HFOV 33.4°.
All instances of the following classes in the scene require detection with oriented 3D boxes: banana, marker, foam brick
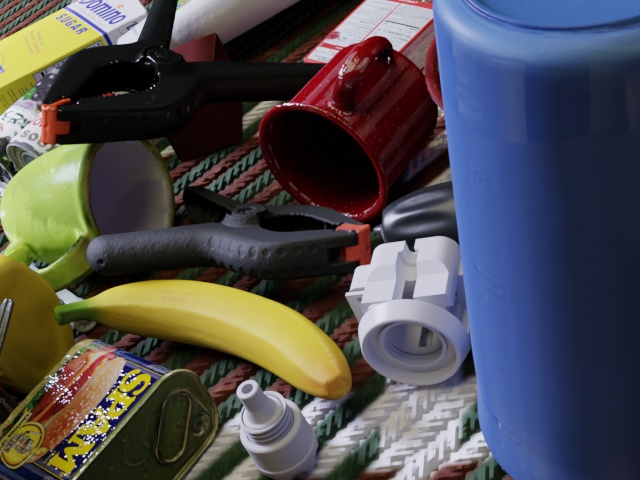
[{"bbox_3d":[-0.057,0.054,0.611,0.198,0.037,0.069,9,31,30],"label":"banana"},{"bbox_3d":[-0.189,0.031,0.729,0.020,0.020,0.121,-43,42,-19],"label":"marker"},{"bbox_3d":[-0.092,-0.108,0.803,0.053,0.051,0.078,-17,40,12],"label":"foam brick"}]

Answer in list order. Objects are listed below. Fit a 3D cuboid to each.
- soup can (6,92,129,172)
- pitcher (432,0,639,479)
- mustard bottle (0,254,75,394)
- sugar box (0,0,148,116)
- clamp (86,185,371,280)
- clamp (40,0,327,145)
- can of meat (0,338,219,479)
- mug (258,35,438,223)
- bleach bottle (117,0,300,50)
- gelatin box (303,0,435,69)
[{"bbox_3d":[-0.178,-0.082,0.809,0.069,0.068,0.102,17,56,40],"label":"soup can"},{"bbox_3d":[0.121,-0.003,0.423,0.149,0.243,0.145,1,45,20],"label":"pitcher"},{"bbox_3d":[-0.247,0.041,0.690,0.192,0.096,0.058,9,48,36],"label":"mustard bottle"},{"bbox_3d":[-0.233,-0.164,0.944,0.176,0.048,0.093,-31,40,-4],"label":"sugar box"},{"bbox_3d":[-0.054,0.001,0.652,0.172,0.039,0.120,7,30,36],"label":"clamp"},{"bbox_3d":[-0.112,-0.116,0.725,0.165,0.036,0.209,35,42,29],"label":"clamp"},{"bbox_3d":[-0.120,0.107,0.581,0.084,0.057,0.102,14,54,42],"label":"can of meat"},{"bbox_3d":[0.022,-0.078,0.663,0.093,0.117,0.081,28,55,17],"label":"mug"},{"bbox_3d":[-0.074,-0.197,0.879,0.251,0.068,0.102,-33,19,0],"label":"bleach bottle"},{"bbox_3d":[0.043,-0.140,0.782,0.073,0.030,0.089,22,59,41],"label":"gelatin box"}]
